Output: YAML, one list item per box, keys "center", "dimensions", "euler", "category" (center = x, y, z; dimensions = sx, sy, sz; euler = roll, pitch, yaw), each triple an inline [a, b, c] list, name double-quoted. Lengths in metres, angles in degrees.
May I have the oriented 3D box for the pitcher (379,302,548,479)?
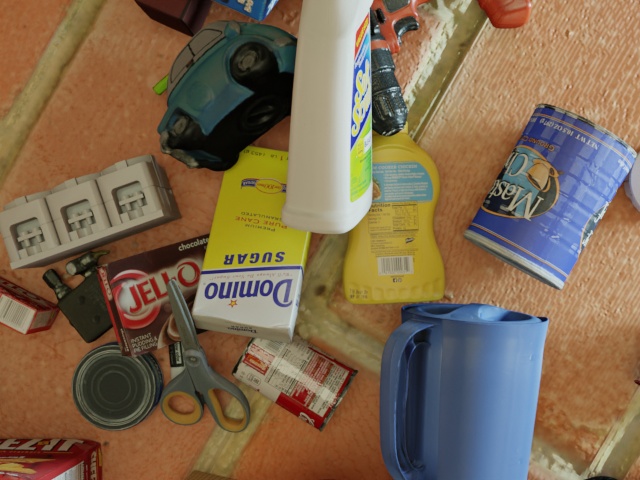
- center: [0.124, 0.179, 0.970]
  dimensions: [0.149, 0.145, 0.243]
  euler: [4, 93, 3]
  category: "pitcher"

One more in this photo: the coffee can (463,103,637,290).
- center: [0.210, -0.040, 0.980]
  dimensions: [0.103, 0.103, 0.140]
  euler: [30, 91, 3]
  category: "coffee can"

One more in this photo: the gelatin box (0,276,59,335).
- center: [-0.305, 0.057, 1.029]
  dimensions: [0.089, 0.073, 0.030]
  euler: [26, 90, 4]
  category: "gelatin box"

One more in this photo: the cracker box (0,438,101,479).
- center: [-0.303, 0.225, 0.958]
  dimensions: [0.164, 0.213, 0.072]
  euler: [1, 88, 3]
  category: "cracker box"

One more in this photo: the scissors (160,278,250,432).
- center: [-0.131, 0.115, 0.991]
  dimensions: [0.096, 0.016, 0.201]
  euler: [-13, 128, 21]
  category: "scissors"

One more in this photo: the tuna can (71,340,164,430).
- center: [-0.198, 0.142, 1.041]
  dimensions: [0.086, 0.033, 0.086]
  euler: [0, 90, 4]
  category: "tuna can"

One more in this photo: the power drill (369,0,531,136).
- center: [0.095, -0.205, 0.988]
  dimensions: [0.187, 0.057, 0.184]
  euler: [-21, 83, -9]
  category: "power drill"

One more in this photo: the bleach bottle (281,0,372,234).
- center: [0.010, -0.139, 0.904]
  dimensions: [0.068, 0.102, 0.251]
  euler: [8, 113, 17]
  category: "bleach bottle"

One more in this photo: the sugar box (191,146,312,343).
- center: [-0.056, 0.001, 0.997]
  dimensions: [0.093, 0.048, 0.176]
  euler: [8, 66, 4]
  category: "sugar box"

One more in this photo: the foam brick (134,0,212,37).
- center: [-0.137, -0.233, 1.016]
  dimensions: [0.051, 0.078, 0.053]
  euler: [23, 89, 4]
  category: "foam brick"

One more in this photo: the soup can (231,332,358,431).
- center: [-0.025, 0.126, 1.013]
  dimensions: [0.102, 0.068, 0.068]
  euler: [31, 92, 4]
  category: "soup can"

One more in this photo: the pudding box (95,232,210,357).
- center: [-0.146, 0.051, 1.009]
  dimensions: [0.113, 0.039, 0.090]
  euler: [-18, 94, -30]
  category: "pudding box"

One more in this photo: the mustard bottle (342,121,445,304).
- center: [0.065, -0.037, 1.011]
  dimensions: [0.096, 0.058, 0.191]
  euler: [-3, 90, -1]
  category: "mustard bottle"

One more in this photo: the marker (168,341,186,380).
- center: [-0.143, 0.078, 1.045]
  dimensions: [0.020, 0.020, 0.121]
  euler: [-6, 90, 4]
  category: "marker"
